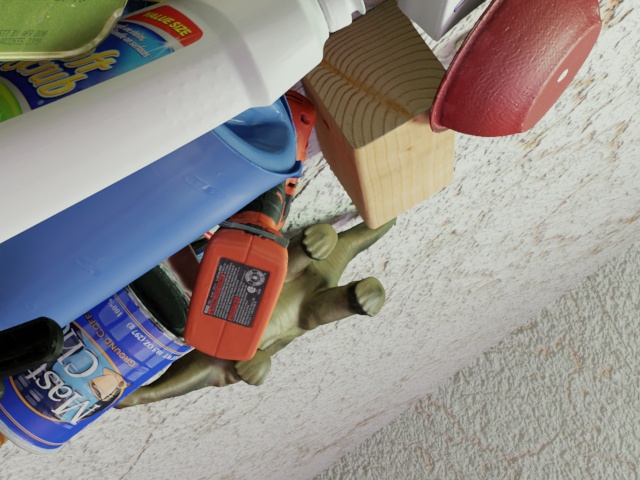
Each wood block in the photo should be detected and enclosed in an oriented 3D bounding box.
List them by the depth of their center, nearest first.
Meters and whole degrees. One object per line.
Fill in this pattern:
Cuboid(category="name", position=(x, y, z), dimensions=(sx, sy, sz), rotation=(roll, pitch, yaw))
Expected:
Cuboid(category="wood block", position=(0.050, -0.093, 0.871), dimensions=(0.090, 0.091, 0.206), rotation=(-31, 164, -3))

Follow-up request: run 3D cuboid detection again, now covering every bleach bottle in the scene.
Cuboid(category="bleach bottle", position=(-0.100, -0.071, 0.514), dimensions=(0.251, 0.103, 0.068), rotation=(-26, 125, -1))

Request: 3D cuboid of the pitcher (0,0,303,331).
Cuboid(category="pitcher", position=(-0.145, -0.037, 0.650), dimensions=(0.243, 0.149, 0.144), rotation=(-35, 179, 22))

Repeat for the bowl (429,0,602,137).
Cuboid(category="bowl", position=(0.146, -0.128, 0.745), dimensions=(0.162, 0.055, 0.162), rotation=(-48, 165, -17))

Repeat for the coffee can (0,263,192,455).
Cuboid(category="coffee can", position=(-0.173, 0.075, 0.780), dimensions=(0.140, 0.103, 0.102), rotation=(-37, 163, 9))

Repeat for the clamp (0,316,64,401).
Cuboid(category="clamp", position=(-0.252, 0.083, 0.648), dimensions=(0.164, 0.036, 0.210), rotation=(4, 159, -21))

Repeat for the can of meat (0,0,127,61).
Cuboid(category="can of meat", position=(-0.141, -0.124, 0.449), dimensions=(0.101, 0.084, 0.058), rotation=(-13, 155, -48))

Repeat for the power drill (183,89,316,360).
Cuboid(category="power drill", position=(-0.055, 0.001, 0.797), dimensions=(0.187, 0.057, 0.185), rotation=(-83, -171, -55))
